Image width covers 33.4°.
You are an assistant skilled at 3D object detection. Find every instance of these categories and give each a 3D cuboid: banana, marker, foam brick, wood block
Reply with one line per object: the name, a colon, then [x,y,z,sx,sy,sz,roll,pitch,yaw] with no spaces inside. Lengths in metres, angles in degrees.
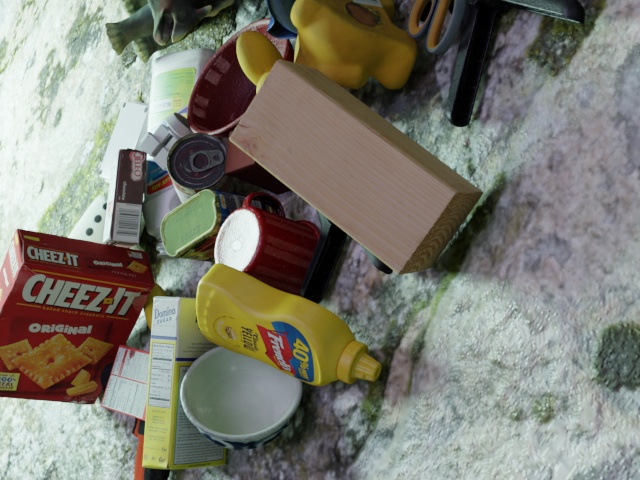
banana: [-0.159,0.098,1.239,0.198,0.037,0.069,15,64,48]
marker: [0.099,-0.274,1.106,0.020,0.020,0.121,-34,52,35]
foam brick: [-0.058,-0.090,1.164,0.051,0.078,0.053,-16,63,46]
wood block: [0.032,-0.068,0.976,0.206,0.090,0.091,39,107,18]

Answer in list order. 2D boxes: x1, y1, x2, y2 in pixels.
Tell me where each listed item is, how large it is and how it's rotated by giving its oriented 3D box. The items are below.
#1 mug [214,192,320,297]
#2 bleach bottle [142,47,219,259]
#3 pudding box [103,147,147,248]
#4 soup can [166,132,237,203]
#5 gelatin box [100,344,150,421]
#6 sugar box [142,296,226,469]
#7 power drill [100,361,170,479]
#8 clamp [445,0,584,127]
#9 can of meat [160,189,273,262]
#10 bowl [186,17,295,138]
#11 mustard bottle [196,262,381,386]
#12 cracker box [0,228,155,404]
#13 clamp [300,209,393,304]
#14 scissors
mug: [-0.057,0.001,1.123,0.093,0.081,0.117,-26,57,40]
bleach bottle: [-0.167,-0.103,1.305,0.103,0.068,0.251,-4,76,33]
pudding box: [-0.237,-0.049,1.293,0.090,0.039,0.113,166,111,-74]
soup can: [-0.133,-0.070,1.210,0.068,0.102,0.068,-1,71,2]
gelatin box: [-0.198,0.159,1.179,0.089,0.030,0.073,6,77,45]
sugar box: [-0.137,0.149,1.121,0.048,0.093,0.176,-3,82,34]
power drill: [-0.211,0.230,1.223,0.185,0.057,0.187,-2,74,48]
clamp: [0.167,-0.229,0.996,0.165,0.036,0.210,-34,49,43]
can of meat: [-0.116,-0.015,1.188,0.102,0.083,0.057,-31,63,37]
bowl: [-0.079,-0.174,1.224,0.162,0.055,0.162,-29,43,31]
mustard bottle: [-0.028,0.092,1.037,0.192,0.096,0.058,21,47,23]
cracker box: [-0.315,0.099,1.280,0.214,0.163,0.072,-59,36,29]
clamp: [0.019,-0.018,1.079,0.120,0.039,0.171,-29,48,31]
scissors: [0.127,-0.276,1.028,0.096,0.016,0.202,10,86,64]
